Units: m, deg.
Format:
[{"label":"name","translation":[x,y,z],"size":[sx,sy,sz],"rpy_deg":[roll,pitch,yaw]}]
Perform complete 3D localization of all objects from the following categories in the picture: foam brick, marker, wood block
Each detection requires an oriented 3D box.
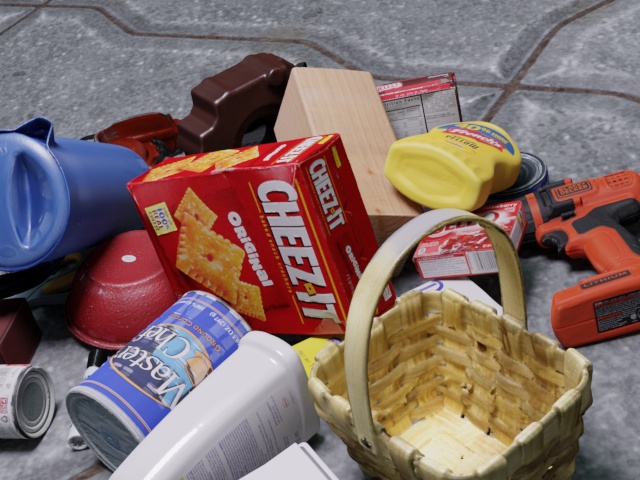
[{"label":"foam brick","translation":[-0.319,0.101,1.058],"size":[0.051,0.053,0.078],"rpy_deg":[-6,34,13]},{"label":"marker","translation":[-0.214,0.143,0.986],"size":[0.020,0.020,0.121],"rpy_deg":[-11,34,6]},{"label":"wood block","translation":[0.024,-0.070,1.063],"size":[0.090,0.091,0.206],"rpy_deg":[0,48,-20]}]

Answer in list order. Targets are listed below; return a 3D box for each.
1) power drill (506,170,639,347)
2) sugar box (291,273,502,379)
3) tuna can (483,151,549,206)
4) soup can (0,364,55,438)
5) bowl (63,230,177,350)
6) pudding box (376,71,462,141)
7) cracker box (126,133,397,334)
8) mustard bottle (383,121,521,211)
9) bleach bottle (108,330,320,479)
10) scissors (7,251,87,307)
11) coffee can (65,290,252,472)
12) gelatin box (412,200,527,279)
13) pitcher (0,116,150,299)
[{"label":"power drill","translation":[0.224,0.013,0.966],"size":[0.184,0.057,0.187],"rpy_deg":[-18,35,8]},{"label":"sugar box","translation":[0.069,0.093,0.923],"size":[0.176,0.048,0.093],"rpy_deg":[-27,34,-14]},{"label":"tuna can","translation":[0.193,-0.057,1.100],"size":[0.086,0.034,0.086],"rpy_deg":[-11,34,7]},{"label":"soup can","translation":[-0.303,0.147,0.973],"size":[0.102,0.068,0.068],"rpy_deg":[-3,36,17]},{"label":"bowl","translation":[-0.186,0.038,1.079],"size":[0.162,0.055,0.162],"rpy_deg":[-6,36,4]},{"label":"pudding box","translation":[0.109,-0.122,1.155],"size":[0.090,0.113,0.039],"rpy_deg":[-9,38,10]},{"label":"cracker box","translation":[-0.056,0.001,0.954],"size":[0.214,0.164,0.072],"rpy_deg":[-3,26,41]},{"label":"mustard bottle","translation":[0.142,-0.078,1.033],"size":[0.096,0.058,0.191],"rpy_deg":[23,23,22]},{"label":"bleach bottle","translation":[-0.110,0.181,0.815],"size":[0.068,0.102,0.250],"rpy_deg":[17,44,43]},{"label":"scissors","translation":[-0.329,0.059,1.155],"size":[0.201,0.016,0.096],"rpy_deg":[-18,32,-5]},{"label":"coffee can","translation":[-0.129,0.124,0.906],"size":[0.103,0.103,0.140],"rpy_deg":[16,45,38]},{"label":"gelatin box","translation":[0.136,-0.001,0.965],"size":[0.089,0.030,0.073],"rpy_deg":[-6,33,29]},{"label":"pitcher","translation":[-0.268,-0.036,1.099],"size":[0.149,0.145,0.242],"rpy_deg":[-22,-2,15]}]
